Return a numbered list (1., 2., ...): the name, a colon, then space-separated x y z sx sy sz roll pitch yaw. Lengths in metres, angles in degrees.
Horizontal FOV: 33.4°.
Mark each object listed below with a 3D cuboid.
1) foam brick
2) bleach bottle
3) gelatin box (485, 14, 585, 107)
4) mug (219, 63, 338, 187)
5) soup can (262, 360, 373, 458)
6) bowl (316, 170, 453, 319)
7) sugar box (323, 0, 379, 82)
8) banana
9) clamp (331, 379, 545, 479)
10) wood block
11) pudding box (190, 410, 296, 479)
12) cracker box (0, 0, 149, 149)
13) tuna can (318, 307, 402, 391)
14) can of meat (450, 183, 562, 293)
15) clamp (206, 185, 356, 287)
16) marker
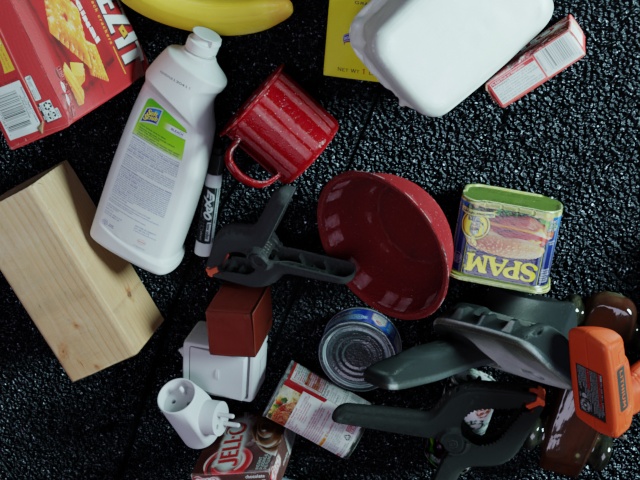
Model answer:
1. foam brick: -0.085 0.082 1.123 0.051 0.078 0.053 2 112 11
2. bleach bottle: -0.148 -0.092 1.064 0.102 0.068 0.251 28 119 3
3. gelatin box: 0.193 -0.161 0.958 0.089 0.073 0.030 -32 101 24
4. mug: -0.043 -0.100 1.023 0.081 0.117 0.093 41 155 -11
5. soup can: -0.002 0.182 1.149 0.102 0.068 0.069 28 115 1
6. bowl: 0.074 -0.005 1.039 0.162 0.055 0.162 29 136 32
7. sugar box: 0.056 -0.236 0.976 0.093 0.048 0.176 8 115 9
8. banana: -0.125 -0.230 1.018 0.198 0.037 0.070 19 146 0
9. clamp: 0.136 0.207 1.079 0.210 0.036 0.164 -23 104 19
10. wood block: -0.267 0.032 1.139 0.090 0.090 0.206 -24 104 21
11. pudding box: -0.080 0.231 1.163 0.090 0.113 0.039 -6 113 16
12. cracker box: -0.246 -0.196 0.973 0.072 0.213 0.164 -17 107 17
13. tuna can: 0.041 0.116 1.129 0.086 0.033 0.086 5 113 12
14. can of meat: 0.179 -0.003 1.036 0.102 0.057 0.084 11 112 10
15. clamp: -0.057 0.001 1.074 0.172 0.039 0.120 -8 120 34
16. marker: -0.115 -0.041 1.112 0.020 0.020 0.121 14 114 8
